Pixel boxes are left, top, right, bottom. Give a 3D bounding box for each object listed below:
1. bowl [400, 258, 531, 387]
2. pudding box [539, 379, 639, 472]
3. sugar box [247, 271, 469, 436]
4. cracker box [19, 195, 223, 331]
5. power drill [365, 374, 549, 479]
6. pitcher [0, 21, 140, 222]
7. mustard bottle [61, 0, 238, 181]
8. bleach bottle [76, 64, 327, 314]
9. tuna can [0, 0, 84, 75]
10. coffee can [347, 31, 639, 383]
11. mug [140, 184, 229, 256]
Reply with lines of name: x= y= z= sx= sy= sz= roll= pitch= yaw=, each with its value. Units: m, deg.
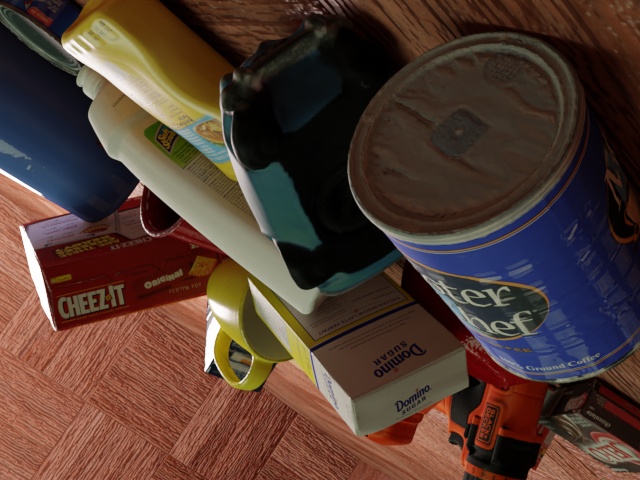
bowl: x=0.119 y=0.066 z=0.829 sx=0.162 sy=0.055 sz=0.162 roll=33 pitch=169 yaw=7
pudding box: x=0.242 y=0.159 z=0.901 sx=0.090 sy=0.039 sz=0.113 roll=34 pitch=168 yaw=1
sugar box: x=0.024 y=0.066 z=0.794 sx=0.176 sy=0.093 sz=0.048 roll=47 pitch=155 yaw=49
cracker box: x=-0.200 y=0.015 z=1.052 sx=0.214 sy=0.164 sz=0.072 roll=-150 pitch=48 yaw=-67
power drill: x=0.117 y=0.175 z=0.961 sx=0.057 sy=0.184 sz=0.188 roll=19 pitch=178 yaw=-35
pitcher: x=-0.284 y=-0.126 z=1.007 sx=0.242 sy=0.149 sz=0.145 roll=36 pitch=136 yaw=-26
mustard bottle: x=-0.078 y=-0.094 z=0.715 sx=0.191 sy=0.058 sz=0.096 roll=39 pitch=162 yaw=-22
bleach bottle: x=-0.075 y=-0.059 z=0.797 sx=0.251 sy=0.102 sz=0.068 roll=38 pitch=148 yaw=11
tuna can: x=-0.212 y=-0.169 z=0.837 sx=0.086 sy=0.033 sz=0.086 roll=33 pitch=168 yaw=7
coffee can: x=0.089 y=-0.010 z=0.483 sx=0.103 sy=0.102 sz=0.140 roll=24 pitch=164 yaw=42
mug: x=-0.093 y=-0.043 z=0.893 sx=0.081 sy=0.093 sz=0.117 roll=22 pitch=-144 yaw=-36
